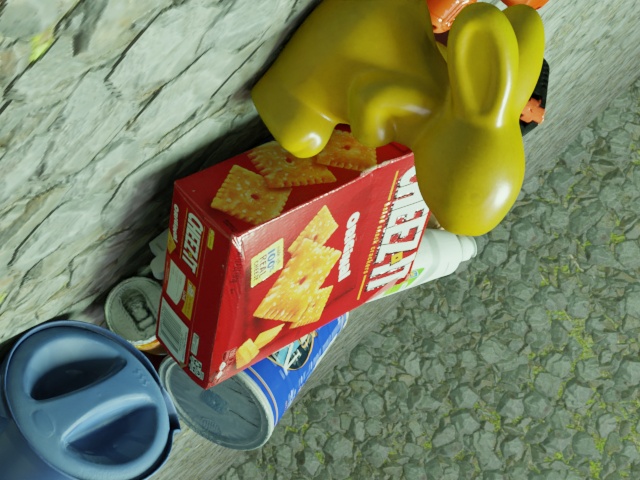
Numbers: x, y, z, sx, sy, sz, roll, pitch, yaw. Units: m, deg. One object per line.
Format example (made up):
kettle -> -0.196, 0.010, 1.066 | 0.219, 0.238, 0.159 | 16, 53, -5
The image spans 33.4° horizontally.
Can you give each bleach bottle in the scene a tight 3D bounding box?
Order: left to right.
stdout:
bleach bottle -> 0.058, 0.036, 1.213 | 0.250, 0.068, 0.103 | -13, 160, -19

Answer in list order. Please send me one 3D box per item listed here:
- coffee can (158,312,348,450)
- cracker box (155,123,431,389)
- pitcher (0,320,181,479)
coffee can -> -0.052, 0.086, 0.874 | 0.140, 0.103, 0.103 | -52, 179, -42
cracker box -> -0.010, -0.002, 0.778 | 0.213, 0.072, 0.164 | -26, 147, -34
pitcher -> -0.233, 0.175, 0.795 | 0.243, 0.149, 0.144 | -45, -174, 33
